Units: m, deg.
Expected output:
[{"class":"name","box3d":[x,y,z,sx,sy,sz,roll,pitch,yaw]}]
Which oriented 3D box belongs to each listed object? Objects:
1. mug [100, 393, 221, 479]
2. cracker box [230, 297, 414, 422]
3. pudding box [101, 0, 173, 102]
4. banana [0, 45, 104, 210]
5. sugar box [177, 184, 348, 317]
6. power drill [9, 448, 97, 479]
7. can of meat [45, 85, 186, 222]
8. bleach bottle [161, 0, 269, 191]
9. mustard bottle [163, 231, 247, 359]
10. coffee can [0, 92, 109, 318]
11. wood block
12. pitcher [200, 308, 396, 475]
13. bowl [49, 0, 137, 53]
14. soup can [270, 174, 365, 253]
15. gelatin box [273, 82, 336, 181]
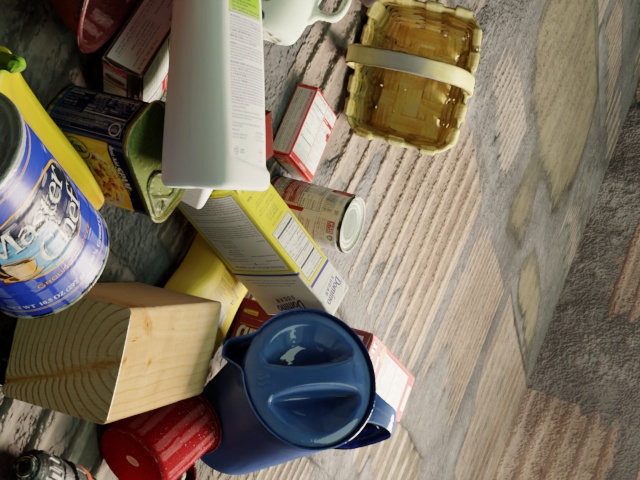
[{"class":"mug","box3d":[-0.153,0.200,1.029,0.081,0.093,0.117,-41,125,-45]},{"class":"cracker box","box3d":[0.005,0.147,1.265,0.072,0.164,0.213,-70,157,-14]},{"class":"pudding box","box3d":[-0.136,-0.158,0.869,0.090,0.039,0.113,111,3,-65]},{"class":"banana","box3d":[-0.208,-0.082,0.757,0.037,0.070,0.198,-40,157,-11]},{"class":"sugar box","box3d":[-0.057,0.001,1.011,0.176,0.094,0.048,51,55,-34]},{"class":"power drill","box3d":[-0.245,0.283,0.917,0.187,0.057,0.184,-65,155,-21]},{"class":"can of meat","box3d":[-0.161,-0.070,0.845,0.057,0.084,0.102,-59,152,-33]},{"class":"bleach bottle","box3d":[-0.077,-0.165,0.824,0.102,0.068,0.251,-5,98,-73]},{"class":"mustard bottle","box3d":[-0.097,0.019,1.082,0.191,0.058,0.096,-63,148,-25]},{"class":"coffee can","box3d":[-0.218,-0.022,0.724,0.102,0.103,0.140,-64,155,-22]},{"class":"wood block","box3d":[-0.164,0.087,0.889,0.206,0.091,0.090,6,96,-76]},{"class":"pitcher","box3d":[-0.042,0.170,1.075,0.144,0.149,0.243,-22,170,-29]},{"class":"bowl","box3d":[-0.154,-0.217,0.758,0.162,0.055,0.162,-61,-177,5]},{"class":"soup can","box3d":[-0.009,-0.030,1.196,0.068,0.102,0.068,-45,144,-49]},{"class":"gelatin box","box3d":[-0.019,-0.122,1.208,0.089,0.030,0.073,-69,155,-13]}]
